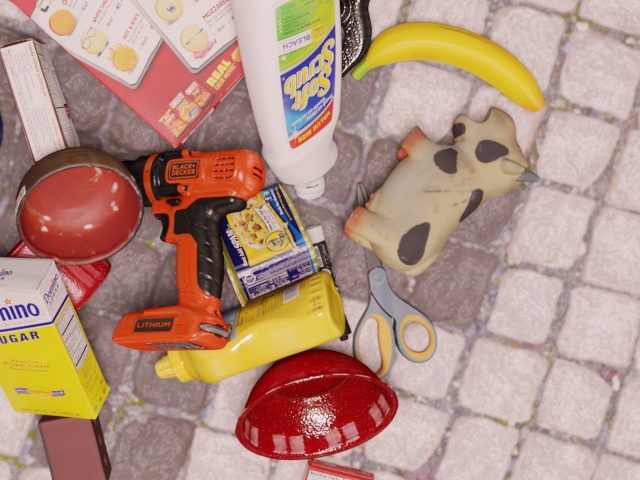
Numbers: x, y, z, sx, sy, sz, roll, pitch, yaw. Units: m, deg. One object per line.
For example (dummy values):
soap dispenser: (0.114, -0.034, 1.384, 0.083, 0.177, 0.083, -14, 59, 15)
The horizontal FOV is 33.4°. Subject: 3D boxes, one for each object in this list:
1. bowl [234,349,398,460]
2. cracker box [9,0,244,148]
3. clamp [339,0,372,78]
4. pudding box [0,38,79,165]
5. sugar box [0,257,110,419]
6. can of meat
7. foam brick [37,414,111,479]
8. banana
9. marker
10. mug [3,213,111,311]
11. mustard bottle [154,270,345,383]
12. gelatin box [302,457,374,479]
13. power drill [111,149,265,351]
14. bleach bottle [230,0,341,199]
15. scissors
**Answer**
bowl: (-0.007, 0.154, 1.050, 0.162, 0.055, 0.162, -8, 142, -6)
cracker box: (-0.161, -0.217, 1.006, 0.213, 0.072, 0.164, 42, 90, -7)
clamp: (0.006, -0.232, 1.034, 0.120, 0.039, 0.171, 21, 98, 12)
pudding box: (-0.263, -0.130, 0.999, 0.039, 0.090, 0.113, -18, 99, -3)
sugar box: (-0.267, 0.093, 0.990, 0.093, 0.048, 0.176, 1, 135, 16)
can of meat: (-0.057, 0.001, 1.032, 0.084, 0.057, 0.102, -23, 55, -4)
foam brick: (-0.243, 0.205, 1.063, 0.051, 0.053, 0.078, -12, 99, -3)
banana: (0.133, -0.177, 1.056, 0.197, 0.037, 0.070, 11, 126, -3)
marker: (0.008, 0.044, 1.079, 0.020, 0.020, 0.121, -16, 98, -3)
mug: (-0.263, 0.034, 1.027, 0.081, 0.093, 0.117, 43, 120, -13)
mustard bottle: (-0.073, 0.093, 1.036, 0.192, 0.096, 0.058, -21, 111, 10)
gelatin box: (0.011, 0.277, 1.104, 0.073, 0.030, 0.089, 15, 96, -5)
power drill: (-0.143, 0.007, 0.989, 0.185, 0.057, 0.187, -3, 75, 29)
bleach bottle: (-0.019, -0.149, 0.987, 0.102, 0.068, 0.251, -31, 134, -24)
scissors: (0.076, 0.044, 1.087, 0.096, 0.016, 0.202, 4, 97, -7)
